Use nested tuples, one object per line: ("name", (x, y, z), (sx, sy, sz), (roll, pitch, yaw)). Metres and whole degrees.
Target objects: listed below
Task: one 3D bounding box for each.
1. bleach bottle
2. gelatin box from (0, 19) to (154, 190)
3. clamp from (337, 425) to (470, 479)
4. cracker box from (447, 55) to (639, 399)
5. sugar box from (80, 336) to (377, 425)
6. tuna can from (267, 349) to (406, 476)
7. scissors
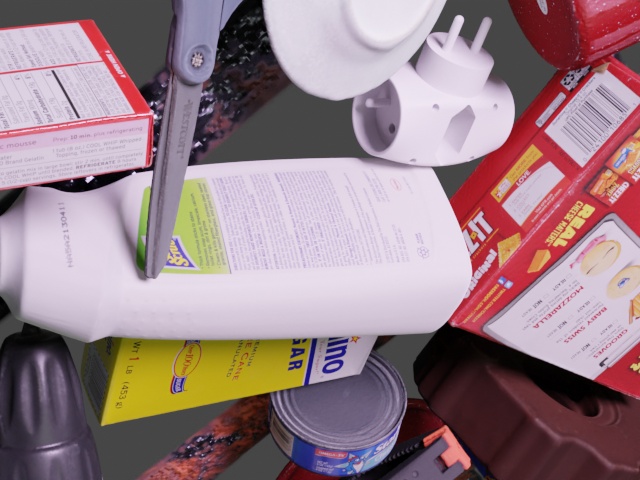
("bleach bottle", (-0.053, 0.001, 0.524), (0.250, 0.102, 0.068), (1, 139, -26))
("gelatin box", (-0.120, -0.053, 0.423), (0.089, 0.073, 0.030), (-13, 136, -27))
("clamp", (0.004, 0.182, 0.699), (0.210, 0.036, 0.164), (-35, -178, 10))
("cracker box", (0.177, -0.002, 0.639), (0.213, 0.072, 0.164), (22, 114, -42))
("sugar box", (-0.042, 0.046, 0.605), (0.175, 0.048, 0.093), (-5, 132, -32))
("tuna can", (0.009, 0.105, 0.671), (0.086, 0.086, 0.034), (-16, 139, -24))
("scissors", (-0.039, -0.087, 0.449), (0.096, 0.016, 0.202), (-19, 121, -36))
